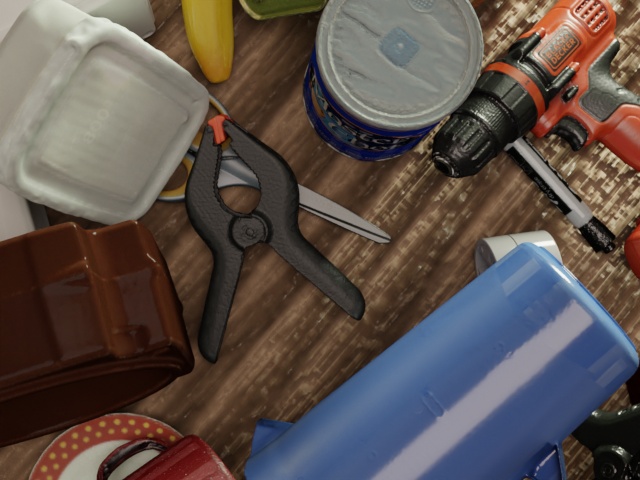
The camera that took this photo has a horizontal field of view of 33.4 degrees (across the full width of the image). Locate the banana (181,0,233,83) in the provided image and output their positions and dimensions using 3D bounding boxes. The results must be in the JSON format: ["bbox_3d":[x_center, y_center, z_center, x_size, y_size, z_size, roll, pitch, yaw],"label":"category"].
[{"bbox_3d":[-0.061,-0.213,0.764,0.069,0.037,0.198,23,85,-2],"label":"banana"}]

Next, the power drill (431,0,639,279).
[{"bbox_3d":[0.190,-0.063,0.748,0.187,0.057,0.184,45,71,-3],"label":"power drill"}]

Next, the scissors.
[{"bbox_3d":[-0.054,-0.032,0.763,0.202,0.016,0.096,42,86,-1],"label":"scissors"}]

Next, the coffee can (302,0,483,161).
[{"bbox_3d":[0.043,-0.113,0.713,0.102,0.140,0.103,0,86,-4],"label":"coffee can"}]

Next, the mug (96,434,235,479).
[{"bbox_3d":[-0.100,0.173,0.693,0.081,0.093,0.117,-34,48,-19],"label":"mug"}]

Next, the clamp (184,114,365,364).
[{"bbox_3d":[-0.055,0.001,0.740,0.120,0.039,0.171,-26,94,-3],"label":"clamp"}]

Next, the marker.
[{"bbox_3d":[0.172,-0.038,0.778,0.020,0.020,0.121,-42,90,-6],"label":"marker"}]

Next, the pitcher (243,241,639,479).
[{"bbox_3d":[0.086,0.124,0.681,0.243,0.145,0.149,-42,109,5],"label":"pitcher"}]
